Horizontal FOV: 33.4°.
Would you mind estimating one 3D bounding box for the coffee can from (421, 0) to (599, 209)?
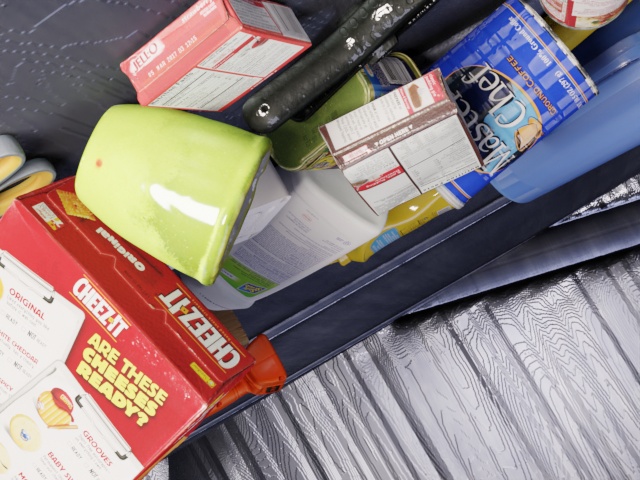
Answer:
[{"bbox_3d":[0.129,-0.108,0.835,0.140,0.103,0.102,-40,168,12],"label":"coffee can"}]

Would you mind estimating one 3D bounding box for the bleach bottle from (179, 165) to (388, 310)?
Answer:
[{"bbox_3d":[-0.056,0.001,0.957,0.251,0.102,0.068,-31,-148,42],"label":"bleach bottle"}]

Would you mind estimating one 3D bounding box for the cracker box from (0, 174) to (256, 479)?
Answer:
[{"bbox_3d":[-0.165,0.089,0.678,0.214,0.164,0.072,-47,175,32],"label":"cracker box"}]

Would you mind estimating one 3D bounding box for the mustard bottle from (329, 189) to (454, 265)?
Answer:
[{"bbox_3d":[0.080,-0.025,1.255,0.191,0.058,0.096,-31,171,5],"label":"mustard bottle"}]

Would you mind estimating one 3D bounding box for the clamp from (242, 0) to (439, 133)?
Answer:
[{"bbox_3d":[0.026,-0.126,0.674,0.171,0.039,0.120,-37,-173,6],"label":"clamp"}]

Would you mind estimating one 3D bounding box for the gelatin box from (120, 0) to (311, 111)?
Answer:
[{"bbox_3d":[-0.057,-0.104,0.593,0.073,0.030,0.089,-33,170,23],"label":"gelatin box"}]

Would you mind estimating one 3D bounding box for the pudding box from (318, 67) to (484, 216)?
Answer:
[{"bbox_3d":[0.059,-0.065,0.741,0.090,0.039,0.113,-26,160,9],"label":"pudding box"}]

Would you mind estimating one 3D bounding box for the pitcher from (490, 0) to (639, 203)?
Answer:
[{"bbox_3d":[0.266,-0.138,1.071,0.243,0.149,0.145,-34,-149,34],"label":"pitcher"}]

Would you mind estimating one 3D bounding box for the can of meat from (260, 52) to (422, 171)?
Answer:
[{"bbox_3d":[0.017,-0.093,0.777,0.102,0.057,0.083,-37,165,31],"label":"can of meat"}]

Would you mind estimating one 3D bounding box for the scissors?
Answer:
[{"bbox_3d":[-0.235,-0.001,0.631,0.202,0.016,0.096,-35,169,25],"label":"scissors"}]
